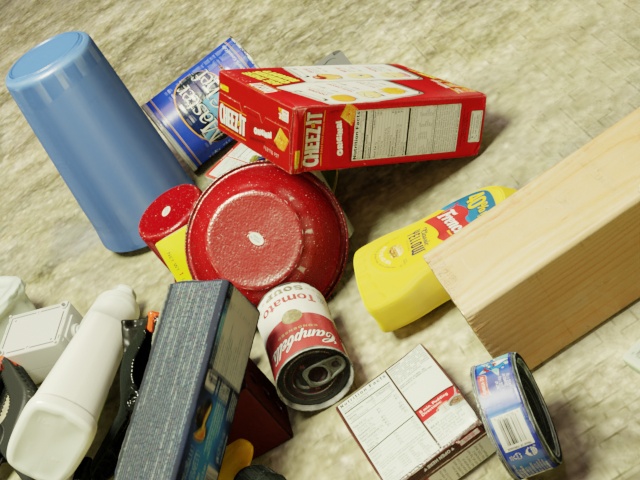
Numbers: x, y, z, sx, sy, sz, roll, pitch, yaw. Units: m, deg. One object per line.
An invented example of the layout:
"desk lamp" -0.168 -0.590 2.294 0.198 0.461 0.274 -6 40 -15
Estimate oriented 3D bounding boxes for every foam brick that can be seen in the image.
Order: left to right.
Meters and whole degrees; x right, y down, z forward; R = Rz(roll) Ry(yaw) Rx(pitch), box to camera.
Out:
"foam brick" -0.067 0.141 0.912 0.051 0.078 0.053 -31 37 8

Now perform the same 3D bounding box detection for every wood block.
"wood block" 0.197 0.004 0.826 0.206 0.090 0.090 -34 35 4

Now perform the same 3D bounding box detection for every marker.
"marker" -0.230 0.251 0.979 0.020 0.020 0.121 -18 38 25

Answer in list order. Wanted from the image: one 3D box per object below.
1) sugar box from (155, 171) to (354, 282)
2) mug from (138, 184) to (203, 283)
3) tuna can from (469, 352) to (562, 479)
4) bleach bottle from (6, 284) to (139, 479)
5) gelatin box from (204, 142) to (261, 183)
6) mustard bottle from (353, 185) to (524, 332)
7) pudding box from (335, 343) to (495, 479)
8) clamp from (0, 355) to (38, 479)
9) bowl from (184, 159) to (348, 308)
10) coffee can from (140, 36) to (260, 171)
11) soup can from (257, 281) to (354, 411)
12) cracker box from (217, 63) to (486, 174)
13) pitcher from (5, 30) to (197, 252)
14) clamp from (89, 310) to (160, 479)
"sugar box" -0.065 -0.003 1.061 0.176 0.093 0.048 -30 4 13
"mug" -0.132 -0.013 1.146 0.117 0.081 0.093 -38 34 -1
"tuna can" 0.137 0.122 0.745 0.034 0.086 0.086 -24 36 15
"bleach bottle" -0.227 0.119 1.056 0.103 0.068 0.250 -57 10 32
"gelatin box" -0.080 -0.082 1.228 0.073 0.030 0.089 -47 35 -16
"mustard bottle" 0.124 0.003 0.921 0.192 0.058 0.096 -27 30 14
"pudding box" 0.073 0.143 0.822 0.090 0.039 0.114 -38 32 0
"clamp" -0.311 0.204 1.062 0.165 0.036 0.210 -22 48 25
"bowl" -0.057 0.001 0.999 0.162 0.162 0.055 -33 -8 6
"coffee can" -0.134 -0.167 1.311 0.140 0.102 0.103 -39 34 -3
"soup can" -0.015 0.091 0.934 0.068 0.068 0.102 -33 34 6
"cracker box" 0.028 -0.124 1.050 0.213 0.072 0.164 -8 23 -28
"pitcher" -0.261 -0.115 1.237 0.149 0.242 0.145 -25 32 7
"clamp" -0.150 0.153 0.956 0.120 0.039 0.171 17 94 39
